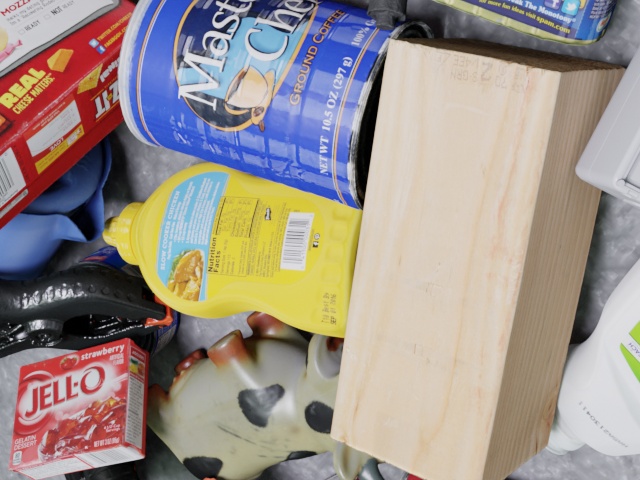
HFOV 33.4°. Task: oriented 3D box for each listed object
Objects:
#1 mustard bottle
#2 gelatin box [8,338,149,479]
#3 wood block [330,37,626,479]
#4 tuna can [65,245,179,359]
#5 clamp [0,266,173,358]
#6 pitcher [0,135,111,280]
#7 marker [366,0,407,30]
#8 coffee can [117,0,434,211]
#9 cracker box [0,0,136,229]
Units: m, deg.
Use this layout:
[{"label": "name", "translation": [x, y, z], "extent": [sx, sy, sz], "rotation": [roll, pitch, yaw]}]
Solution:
[{"label": "mustard bottle", "translation": [-0.054, 0.001, 0.649], "extent": [0.192, 0.058, 0.096], "rotation": [5, 81, 29]}, {"label": "gelatin box", "translation": [-0.155, 0.109, 0.687], "extent": [0.089, 0.073, 0.030], "rotation": [-15, 147, 20]}, {"label": "wood block", "translation": [0.077, 0.008, 0.537], "extent": [0.090, 0.090, 0.206], "rotation": [18, 109, 31]}, {"label": "tuna can", "translation": [-0.142, 0.047, 0.750], "extent": [0.086, 0.033, 0.086], "rotation": [13, 119, 25]}, {"label": "clamp", "translation": [-0.183, 0.052, 0.690], "extent": [0.171, 0.039, 0.120], "rotation": [3, 152, -11]}, {"label": "pitcher", "translation": [-0.256, -0.009, 0.735], "extent": [0.243, 0.144, 0.149], "rotation": [-50, 43, 40]}, {"label": "marker", "translation": [0.039, -0.160, 0.513], "extent": [0.020, 0.020, 0.121], "rotation": [5, 83, 28]}, {"label": "coffee can", "translation": [-0.022, -0.083, 0.573], "extent": [0.140, 0.102, 0.103], "rotation": [18, 121, 22]}, {"label": "cracker box", "translation": [-0.222, -0.110, 0.603], "extent": [0.214, 0.164, 0.072], "rotation": [35, 155, 17]}]
